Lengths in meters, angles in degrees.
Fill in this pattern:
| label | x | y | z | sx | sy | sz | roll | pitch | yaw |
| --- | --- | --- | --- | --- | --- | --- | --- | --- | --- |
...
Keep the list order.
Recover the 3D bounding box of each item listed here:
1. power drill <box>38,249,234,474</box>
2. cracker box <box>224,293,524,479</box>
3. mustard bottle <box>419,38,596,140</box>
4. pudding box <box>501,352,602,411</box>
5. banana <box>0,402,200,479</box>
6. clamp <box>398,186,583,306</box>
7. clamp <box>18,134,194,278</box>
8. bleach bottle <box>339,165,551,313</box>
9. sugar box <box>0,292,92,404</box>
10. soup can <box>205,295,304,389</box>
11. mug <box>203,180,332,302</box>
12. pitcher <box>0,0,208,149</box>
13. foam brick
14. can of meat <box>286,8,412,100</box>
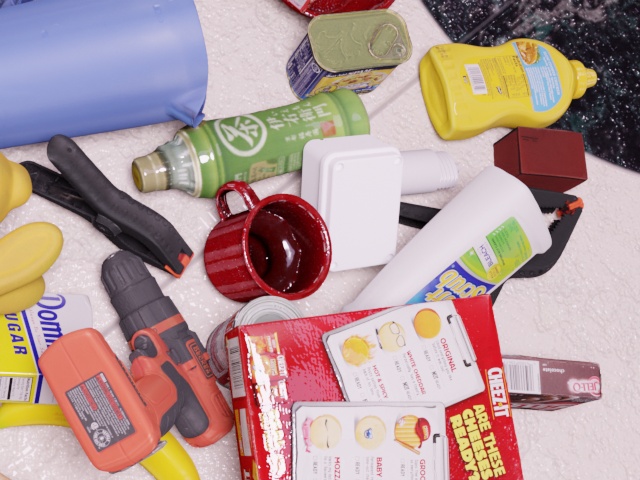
| label | x | y | z | sx | sy | sz | roll | pitch | yaw |
| --- | --- | --- | --- | --- | --- | --- | --- | --- | --- |
| power drill | -0.147 | 0.095 | 0.846 | 0.057 | 0.187 | 0.184 | -32 | 86 | 14 |
| cracker box | 0.040 | 0.138 | 0.840 | 0.213 | 0.072 | 0.164 | -6 | 81 | -19 |
| mustard bottle | 0.202 | -0.160 | 1.101 | 0.191 | 0.058 | 0.096 | -9 | 73 | -21 |
| pudding box | 0.191 | 0.135 | 0.996 | 0.113 | 0.090 | 0.039 | 8 | 71 | -16 |
| banana | -0.181 | 0.162 | 0.890 | 0.197 | 0.037 | 0.069 | 20 | 88 | -11 |
| clamp | 0.175 | 0.014 | 1.054 | 0.209 | 0.036 | 0.164 | -17 | 83 | -19 |
| clamp | -0.177 | -0.029 | 0.902 | 0.171 | 0.120 | 0.039 | 32 | 73 | -13 |
| bleach bottle | 0.095 | 0.049 | 0.969 | 0.250 | 0.068 | 0.102 | -43 | 135 | -9 |
| sugar box | -0.272 | 0.083 | 0.854 | 0.176 | 0.048 | 0.093 | 2 | 43 | -17 |
| soup can | -0.055 | 0.090 | 0.916 | 0.068 | 0.102 | 0.068 | 5 | 73 | -18 |
| mug | -0.056 | 0.001 | 0.939 | 0.093 | 0.082 | 0.117 | -39 | 104 | -34 |
| pitcher | -0.226 | -0.155 | 0.914 | 0.242 | 0.149 | 0.145 | -14 | 112 | -16 |
| foam brick | 0.224 | -0.081 | 1.090 | 0.078 | 0.051 | 0.053 | 4 | 72 | -18 |
| can of meat | 0.025 | -0.176 | 1.030 | 0.102 | 0.084 | 0.057 | -11 | 78 | -22 |
